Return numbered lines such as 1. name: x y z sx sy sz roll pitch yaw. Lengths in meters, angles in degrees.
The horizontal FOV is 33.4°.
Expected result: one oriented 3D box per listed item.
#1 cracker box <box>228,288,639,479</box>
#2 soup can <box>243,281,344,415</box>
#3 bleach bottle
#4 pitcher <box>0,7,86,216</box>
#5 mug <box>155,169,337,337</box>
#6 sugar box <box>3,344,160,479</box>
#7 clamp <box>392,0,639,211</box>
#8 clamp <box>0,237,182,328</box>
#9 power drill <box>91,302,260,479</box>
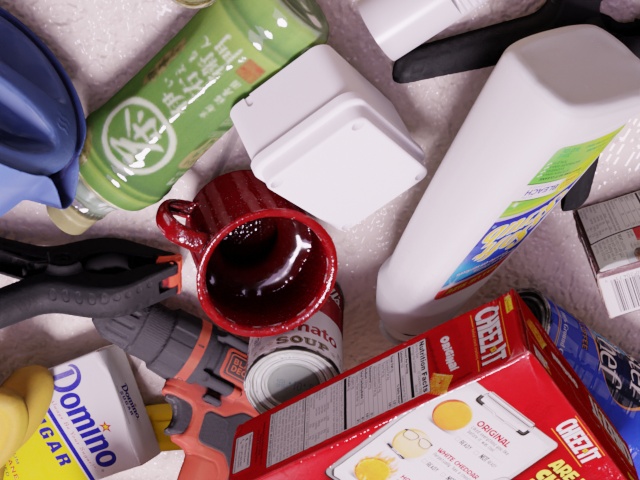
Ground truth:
1. cracker box: 0.074 0.146 0.689 0.214 0.072 0.164 -29 120 19
2. soup can: -0.017 0.072 0.748 0.068 0.102 0.068 1 121 1
3. bleach bottle: 0.104 -0.018 0.680 0.102 0.068 0.251 -19 151 -37
4. pitcher: -0.279 -0.046 0.670 0.243 0.149 0.144 -34 147 26
5. mug: -0.055 0.001 0.705 0.117 0.081 0.093 17 111 -25
6. sugar box: -0.219 0.150 0.813 0.176 0.048 0.093 -22 87 15
7. clamp: 0.173 -0.118 0.667 0.210 0.036 0.164 -38 115 26
8. clamp: -0.180 0.031 0.722 0.171 0.120 0.039 0 127 -4
9. power drill: -0.107 0.144 0.755 0.184 0.187 0.057 29 156 -15
